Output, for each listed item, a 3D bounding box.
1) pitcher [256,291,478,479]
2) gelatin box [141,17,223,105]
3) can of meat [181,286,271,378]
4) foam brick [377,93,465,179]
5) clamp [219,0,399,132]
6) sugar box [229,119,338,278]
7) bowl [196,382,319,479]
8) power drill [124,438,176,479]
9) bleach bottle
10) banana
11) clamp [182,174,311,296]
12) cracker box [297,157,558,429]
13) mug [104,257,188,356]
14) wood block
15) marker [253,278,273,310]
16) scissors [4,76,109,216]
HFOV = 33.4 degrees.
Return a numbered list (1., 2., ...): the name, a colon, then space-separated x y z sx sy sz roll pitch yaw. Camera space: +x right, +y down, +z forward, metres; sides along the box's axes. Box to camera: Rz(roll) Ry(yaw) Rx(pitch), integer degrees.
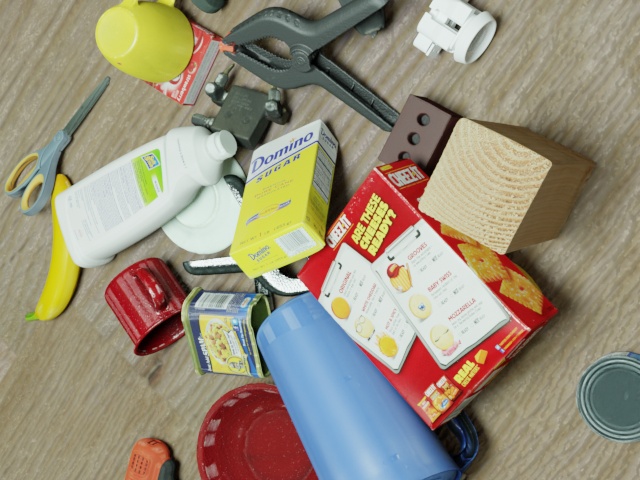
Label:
1. pitcher: 0.040 0.170 1.103 0.145 0.149 0.243 -41 62 22
2. gelatin box: -0.163 -0.211 1.231 0.073 0.030 0.089 33 107 19
3. can of meat: -0.100 0.105 1.200 0.084 0.057 0.102 2 121 22
4. foam brick: 0.105 -0.105 1.105 0.053 0.051 0.078 31 106 20
5. clamp: -0.010 -0.204 1.112 0.210 0.036 0.164 17 136 18
6. sugar box: -0.036 -0.047 1.115 0.093 0.176 0.048 -23 127 24
7. bowl: -0.056 0.239 1.199 0.162 0.055 0.162 -1 88 22
8. power drill: -0.165 0.348 1.261 0.188 0.057 0.184 19 102 22
9. bleach bottle: -0.193 -0.056 1.218 0.251 0.067 0.102 -23 84 33
10. banana: -0.325 0.020 1.320 0.070 0.037 0.198 21 102 22
11. clamp: -0.058 0.001 1.182 0.171 0.039 0.120 17 96 4
12. cracker box: 0.100 0.051 1.049 0.214 0.071 0.164 48 127 17
13. mug: -0.196 0.069 1.227 0.093 0.117 0.081 -32 72 -17
14. wood block: 0.178 -0.053 0.990 0.090 0.205 0.091 30 105 20
15. marker: -0.070 0.020 1.212 0.020 0.020 0.121 -6 92 25
16. scissors: -0.317 -0.106 1.302 0.202 0.016 0.096 -37 52 22
